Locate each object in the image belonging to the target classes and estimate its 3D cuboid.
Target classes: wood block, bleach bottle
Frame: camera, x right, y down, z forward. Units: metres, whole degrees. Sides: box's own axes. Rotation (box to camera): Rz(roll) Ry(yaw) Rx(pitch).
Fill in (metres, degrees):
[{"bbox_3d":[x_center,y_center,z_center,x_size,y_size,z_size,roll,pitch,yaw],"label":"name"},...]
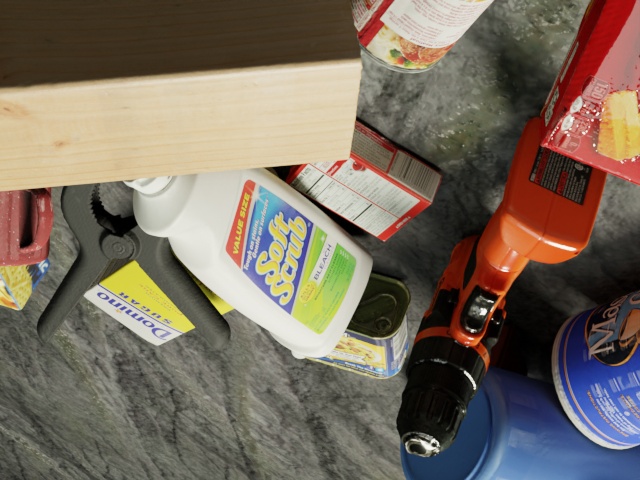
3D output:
[{"bbox_3d":[-0.089,-0.091,0.556,0.206,0.091,0.090,-6,152,-7],"label":"wood block"},{"bbox_3d":[-0.055,0.001,0.737,0.068,0.102,0.250,23,173,35],"label":"bleach bottle"}]

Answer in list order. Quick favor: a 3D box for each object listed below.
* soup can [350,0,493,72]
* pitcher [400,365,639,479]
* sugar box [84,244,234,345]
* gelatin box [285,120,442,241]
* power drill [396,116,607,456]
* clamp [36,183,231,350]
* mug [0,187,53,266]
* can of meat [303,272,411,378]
[{"bbox_3d":[0.061,-0.142,0.550,0.068,0.068,0.102,31,147,-10],"label":"soup can"},{"bbox_3d":[0.185,0.178,0.801,0.242,0.145,0.149,22,161,-32],"label":"pitcher"},{"bbox_3d":[-0.141,0.040,0.973,0.093,0.048,0.177,38,144,-17],"label":"sugar box"},{"bbox_3d":[0.029,-0.044,0.751,0.089,0.030,0.073,31,149,-10],"label":"gelatin box"},{"bbox_3d":[0.109,0.028,0.677,0.057,0.184,0.188,25,139,-1],"label":"power drill"},{"bbox_3d":[-0.148,0.003,0.861,0.164,0.036,0.210,7,118,0],"label":"clamp"},{"bbox_3d":[-0.258,-0.023,0.885,0.117,0.081,0.093,10,-170,39],"label":"mug"},{"bbox_3d":[0.024,0.068,0.894,0.102,0.057,0.084,15,149,16],"label":"can of meat"}]
